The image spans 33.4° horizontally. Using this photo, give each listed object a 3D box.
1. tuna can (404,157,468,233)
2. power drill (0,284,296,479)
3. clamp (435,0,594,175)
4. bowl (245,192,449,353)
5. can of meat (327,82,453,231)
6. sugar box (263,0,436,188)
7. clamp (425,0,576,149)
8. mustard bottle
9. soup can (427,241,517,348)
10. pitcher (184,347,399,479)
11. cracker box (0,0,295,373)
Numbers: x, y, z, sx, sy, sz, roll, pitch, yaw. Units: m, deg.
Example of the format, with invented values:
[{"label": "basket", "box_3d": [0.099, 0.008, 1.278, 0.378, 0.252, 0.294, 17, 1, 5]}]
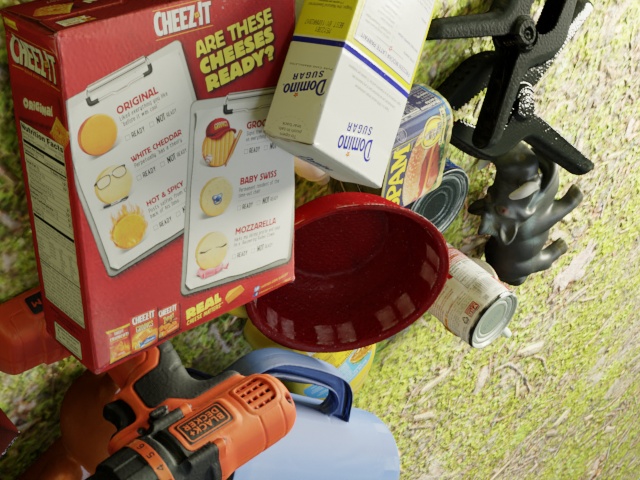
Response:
[{"label": "tuna can", "box_3d": [0.094, -0.037, 0.967, 0.086, 0.034, 0.086, -32, 144, -27]}, {"label": "power drill", "box_3d": [-0.137, 0.103, 0.679, 0.184, 0.188, 0.057, -27, 143, -35]}, {"label": "clamp", "box_3d": [0.173, -0.134, 0.942, 0.209, 0.036, 0.164, -7, 103, -36]}, {"label": "bowl", "box_3d": [0.016, 0.015, 0.832, 0.162, 0.055, 0.162, -8, 135, -8]}, {"label": "can of meat", "box_3d": [0.058, -0.070, 0.868, 0.083, 0.057, 0.102, -30, 144, -34]}, {"label": "sugar box", "box_3d": [0.027, -0.130, 0.664, 0.093, 0.048, 0.176, 26, 82, -57]}, {"label": "clamp", "box_3d": [0.160, -0.159, 0.887, 0.171, 0.039, 0.120, -35, 121, -24]}, {"label": "mustard bottle", "box_3d": [0.003, 0.099, 0.970, 0.096, 0.058, 0.191, -42, 147, -7]}, {"label": "soup can", "box_3d": [0.133, 0.050, 1.040, 0.068, 0.102, 0.068, -32, 144, -28]}, {"label": "pitcher", "box_3d": [-0.035, 0.179, 0.905, 0.242, 0.149, 0.145, 17, 66, -49]}, {"label": "cracker box", "box_3d": [-0.096, -0.049, 0.651, 0.163, 0.072, 0.214, -24, 127, -37]}]
